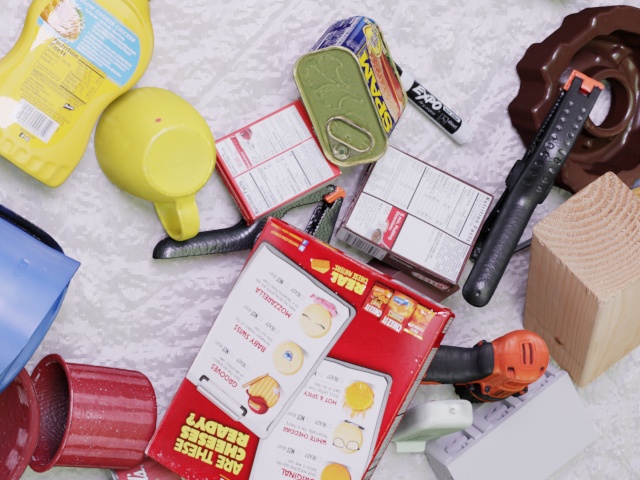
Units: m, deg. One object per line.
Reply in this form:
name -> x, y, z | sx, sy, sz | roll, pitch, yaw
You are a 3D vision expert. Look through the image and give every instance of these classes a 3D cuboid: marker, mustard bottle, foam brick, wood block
marker -> 0.089, -0.126, 0.946 | 0.121, 0.020, 0.020 | 36, 88, -28
mustard bottle -> -0.182, -0.141, 0.800 | 0.096, 0.058, 0.191 | 37, 88, -24
foam brick -> 0.075, 0.038, 0.967 | 0.078, 0.051, 0.053 | -33, 114, -13
wood block -> 0.247, 0.042, 0.962 | 0.090, 0.091, 0.206 | -35, 154, -10

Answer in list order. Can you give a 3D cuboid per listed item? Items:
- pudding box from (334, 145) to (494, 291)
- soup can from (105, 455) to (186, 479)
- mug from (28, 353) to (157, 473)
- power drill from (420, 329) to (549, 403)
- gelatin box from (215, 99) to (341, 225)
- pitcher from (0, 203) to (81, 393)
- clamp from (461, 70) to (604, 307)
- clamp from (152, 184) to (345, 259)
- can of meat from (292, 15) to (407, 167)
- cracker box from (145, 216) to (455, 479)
pudding box -> 0.082, -0.021, 0.926 | 0.113, 0.039, 0.090 | 27, 74, -2
soup can -> -0.125, 0.204, 0.916 | 0.102, 0.069, 0.068 | -19, 111, -19
mug -> -0.191, 0.149, 0.865 | 0.081, 0.093, 0.117 | 12, 134, -37
power drill -> 0.092, 0.116, 0.956 | 0.187, 0.184, 0.057 | 0, 72, -8
gelatin box -> -0.039, -0.064, 0.885 | 0.089, 0.030, 0.073 | -29, 85, -15
pitcher -> -0.295, 0.003, 0.737 | 0.242, 0.149, 0.145 | 35, 76, -9
clamp -> 0.178, -0.047, 0.927 | 0.036, 0.164, 0.210 | 28, 98, 1
clamp -> -0.056, 0.001, 0.907 | 0.171, 0.039, 0.120 | -48, 117, -12
can of meat -> 0.028, -0.125, 0.877 | 0.058, 0.083, 0.102 | -11, 116, 26
cracker box -> -0.014, 0.113, 0.847 | 0.164, 0.072, 0.214 | 28, 91, 15
